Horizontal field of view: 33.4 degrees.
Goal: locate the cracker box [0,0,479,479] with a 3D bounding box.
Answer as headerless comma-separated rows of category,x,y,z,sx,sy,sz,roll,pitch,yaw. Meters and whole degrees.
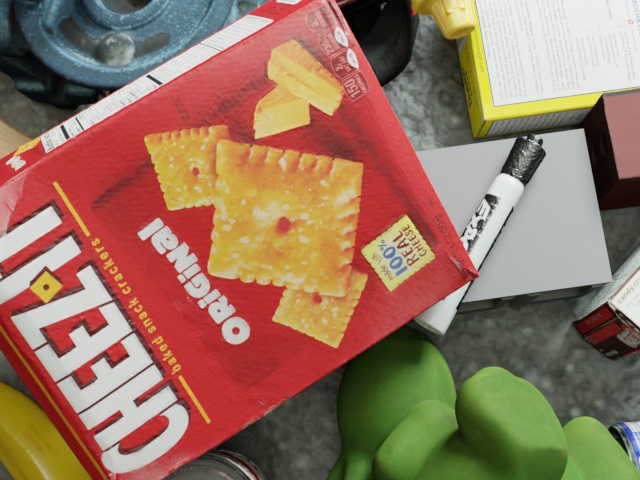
cracker box,-0.053,0.001,0.515,0.213,0.072,0.164,-32,110,-8

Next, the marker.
marker,0.088,-0.005,0.575,0.020,0.020,0.121,30,82,6

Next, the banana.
banana,-0.152,0.149,0.596,0.037,0.069,0.198,-36,87,33

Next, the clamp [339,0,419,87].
clamp,0.002,-0.090,0.622,0.171,0.039,0.120,-39,49,-12

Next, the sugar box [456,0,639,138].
sugar box,0.174,-0.121,0.647,0.176,0.048,0.093,-7,80,-4
